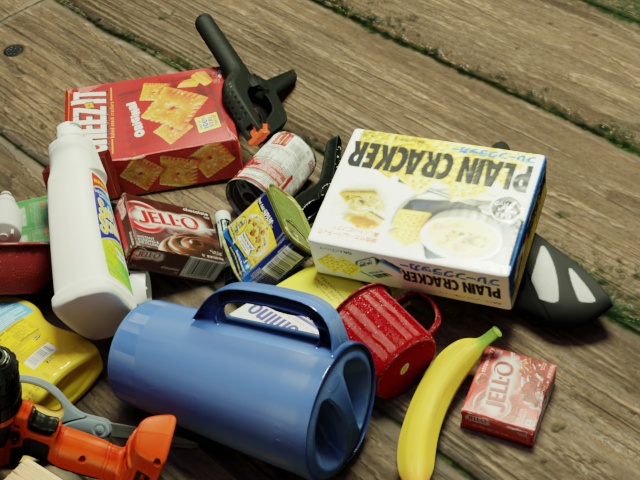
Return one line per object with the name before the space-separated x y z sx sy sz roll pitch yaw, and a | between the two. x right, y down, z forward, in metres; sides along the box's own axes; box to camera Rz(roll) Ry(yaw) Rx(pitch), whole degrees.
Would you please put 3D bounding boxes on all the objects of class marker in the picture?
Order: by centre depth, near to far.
marker | -0.106 0.011 1.224 0.020 0.020 0.121 -9 44 -5

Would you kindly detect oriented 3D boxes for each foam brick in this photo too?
foam brick | -0.278 -0.069 1.246 0.078 0.053 0.051 -14 15 -1

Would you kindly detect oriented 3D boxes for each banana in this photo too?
banana | 0.110 0.161 1.023 0.037 0.070 0.197 37 57 -9

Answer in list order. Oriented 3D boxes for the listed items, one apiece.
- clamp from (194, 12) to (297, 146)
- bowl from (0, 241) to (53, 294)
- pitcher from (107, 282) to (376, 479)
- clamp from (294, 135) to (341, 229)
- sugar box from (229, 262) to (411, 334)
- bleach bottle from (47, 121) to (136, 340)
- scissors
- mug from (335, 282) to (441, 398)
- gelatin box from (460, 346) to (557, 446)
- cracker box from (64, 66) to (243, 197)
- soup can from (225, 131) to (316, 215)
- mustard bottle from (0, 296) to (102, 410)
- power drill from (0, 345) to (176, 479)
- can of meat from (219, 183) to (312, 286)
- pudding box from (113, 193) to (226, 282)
clamp | -0.094 -0.198 1.351 0.164 0.036 0.210 32 31 -25
bowl | -0.352 0.031 1.155 0.162 0.162 0.055 -1 89 0
pitcher | -0.078 0.124 1.012 0.243 0.145 0.149 13 70 27
clamp | 0.026 -0.049 1.243 0.120 0.039 0.171 13 59 33
sugar box | 0.001 0.072 1.134 0.176 0.048 0.093 -30 50 -25
bleach bottle | -0.252 -0.025 1.125 0.068 0.102 0.251 -20 59 5
scissors | -0.228 0.196 1.038 0.201 0.096 0.016 26 11 -6
mug | 0.070 0.097 1.071 0.117 0.093 0.082 -35 56 -18
gelatin box | 0.185 0.151 1.047 0.073 0.030 0.089 15 47 19
cracker box | -0.212 -0.138 1.349 0.213 0.072 0.164 -9 44 -3
soup can | -0.058 -0.076 1.274 0.069 0.068 0.102 20 49 23
mustard bottle | -0.325 0.109 1.116 0.192 0.058 0.096 28 55 29
power drill | -0.229 0.167 0.956 0.187 0.185 0.057 18 51 -6
can of meat | -0.058 0.002 1.178 0.084 0.057 0.102 -42 43 16
pudding box | -0.170 -0.002 1.194 0.113 0.039 0.090 15 35 -33
